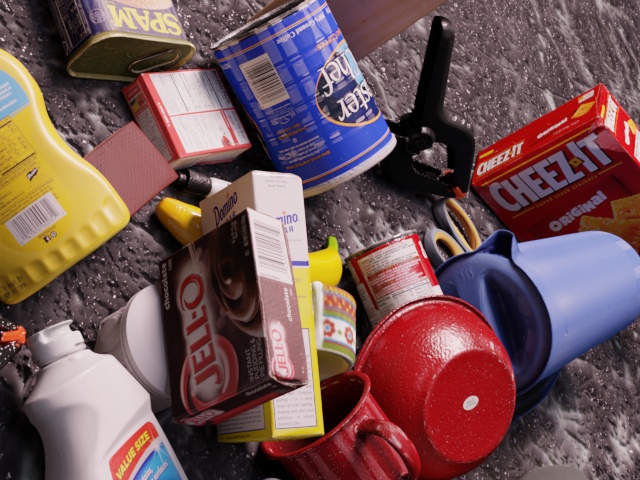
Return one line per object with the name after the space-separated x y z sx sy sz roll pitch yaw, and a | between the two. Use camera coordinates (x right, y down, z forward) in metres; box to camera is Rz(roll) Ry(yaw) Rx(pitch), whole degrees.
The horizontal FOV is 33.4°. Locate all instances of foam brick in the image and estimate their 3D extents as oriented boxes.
-0.147 -0.036 0.731 0.053 0.051 0.078 53 38 -9 | foam brick

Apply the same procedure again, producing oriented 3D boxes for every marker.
-0.064 -0.035 0.848 0.120 0.020 0.020 16 56 -39 | marker

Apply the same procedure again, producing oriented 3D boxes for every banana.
-0.044 0.013 0.837 0.197 0.037 0.070 16 26 -47 | banana

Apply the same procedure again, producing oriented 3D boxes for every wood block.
0.047 -0.222 0.947 0.090 0.206 0.090 55 37 -8 | wood block

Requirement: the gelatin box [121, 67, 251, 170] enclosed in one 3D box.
-0.103 -0.095 0.838 0.089 0.030 0.073 -17 79 -53 | gelatin box

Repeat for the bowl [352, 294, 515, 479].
0.102 0.126 0.850 0.161 0.055 0.162 -4 97 -32 | bowl

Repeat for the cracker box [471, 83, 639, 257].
0.293 -0.039 1.150 0.213 0.164 0.072 45 38 -21 | cracker box

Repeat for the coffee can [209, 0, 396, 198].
-0.013 -0.120 0.879 0.140 0.103 0.102 62 36 -15 | coffee can

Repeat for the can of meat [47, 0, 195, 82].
-0.155 -0.171 0.806 0.101 0.058 0.084 -5 68 -51 | can of meat

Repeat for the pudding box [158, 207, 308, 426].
-0.056 0.050 0.663 0.039 0.090 0.113 20 53 -43 | pudding box

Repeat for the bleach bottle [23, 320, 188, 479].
-0.114 0.168 0.620 0.102 0.068 0.251 -19 83 -57 | bleach bottle

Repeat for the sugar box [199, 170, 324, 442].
-0.042 0.049 0.732 0.048 0.093 0.176 4 77 -29 | sugar box

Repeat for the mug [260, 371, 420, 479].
0.025 0.153 0.761 0.081 0.117 0.093 56 49 -15 | mug

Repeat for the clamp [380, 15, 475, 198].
0.077 -0.100 0.997 0.210 0.165 0.036 54 15 -47 | clamp

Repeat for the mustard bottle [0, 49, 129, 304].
-0.208 -0.062 0.651 0.191 0.096 0.058 55 -7 -7 | mustard bottle

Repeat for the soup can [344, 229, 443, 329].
0.071 0.050 0.914 0.068 0.069 0.102 -14 79 -52 | soup can

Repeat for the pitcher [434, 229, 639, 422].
0.212 0.069 1.015 0.242 0.149 0.145 -12 65 -49 | pitcher

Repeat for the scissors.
0.163 0.050 1.066 0.096 0.016 0.202 -32 93 -51 | scissors
